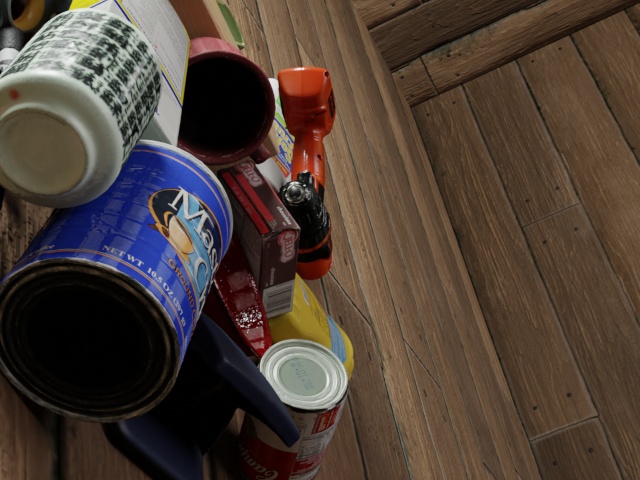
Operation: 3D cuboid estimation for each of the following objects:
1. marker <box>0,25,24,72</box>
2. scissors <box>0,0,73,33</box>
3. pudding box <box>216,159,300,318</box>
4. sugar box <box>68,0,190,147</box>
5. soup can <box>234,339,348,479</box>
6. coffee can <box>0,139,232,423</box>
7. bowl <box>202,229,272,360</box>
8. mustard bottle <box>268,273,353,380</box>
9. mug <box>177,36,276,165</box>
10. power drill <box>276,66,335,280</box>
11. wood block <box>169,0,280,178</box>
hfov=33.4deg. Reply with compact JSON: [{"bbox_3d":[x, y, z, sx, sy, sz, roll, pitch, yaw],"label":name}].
[{"bbox_3d":[-0.200,-0.098,0.686,0.020,0.020,0.121,54,17,-46],"label":"marker"},{"bbox_3d":[-0.200,-0.164,0.796,0.202,0.016,0.096,91,20,-65],"label":"scissors"},{"bbox_3d":[-0.056,0.001,0.917,0.090,0.039,0.113,56,-28,34],"label":"pudding box"},{"bbox_3d":[-0.131,-0.128,0.725,0.176,0.048,0.093,-90,154,-56],"label":"sugar box"},{"bbox_3d":[-0.022,0.131,0.790,0.068,0.068,0.102,-101,-159,-45],"label":"soup can"},{"bbox_3d":[-0.113,0.018,0.602,0.103,0.103,0.140,61,21,-24],"label":"coffee can"},{"bbox_3d":[-0.092,0.026,0.807,0.162,0.055,0.162,-23,90,-85],"label":"bowl"},{"bbox_3d":[-0.014,0.090,1.042,0.191,0.058,0.096,53,12,-47],"label":"mustard bottle"},{"bbox_3d":[-0.082,-0.110,0.869,0.117,0.093,0.081,45,6,-26],"label":"mug"},{"bbox_3d":[-0.016,-0.071,1.045,0.184,0.057,0.187,84,7,-69],"label":"power drill"},{"bbox_3d":[-0.120,-0.160,0.939,0.090,0.091,0.206,-103,169,-63],"label":"wood block"}]
